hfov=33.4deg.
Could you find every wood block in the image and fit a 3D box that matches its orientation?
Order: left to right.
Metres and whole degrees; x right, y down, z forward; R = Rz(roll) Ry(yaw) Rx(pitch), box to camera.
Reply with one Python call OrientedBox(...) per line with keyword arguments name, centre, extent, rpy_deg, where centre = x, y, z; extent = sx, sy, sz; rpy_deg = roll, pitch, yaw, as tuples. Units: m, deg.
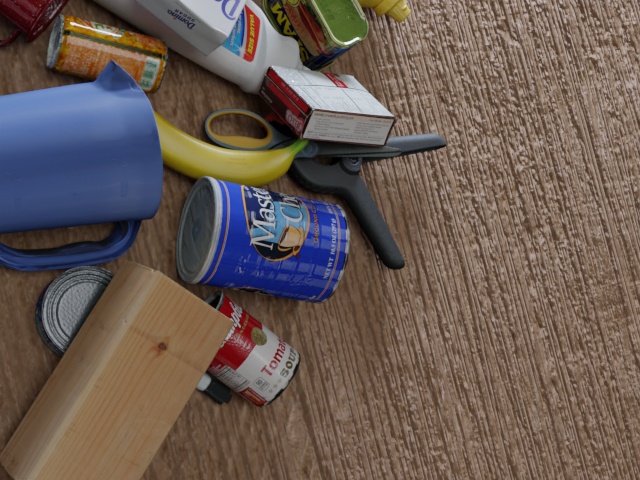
OrientedBox(name="wood block", centre=(-0.177, 0.131, 0.926), extent=(0.090, 0.090, 0.206), rpy_deg=(37, 78, -28))

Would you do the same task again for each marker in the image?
OrientedBox(name="marker", centre=(-0.135, 0.120, 1.021), extent=(0.121, 0.020, 0.020), rpy_deg=(36, 66, -16))

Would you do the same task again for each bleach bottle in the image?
OrientedBox(name="bleach bottle", centre=(-0.110, -0.226, 1.077), extent=(0.250, 0.068, 0.102), rpy_deg=(29, 65, -22))

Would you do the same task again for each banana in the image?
OrientedBox(name="banana", centre=(-0.113, -0.092, 1.045), extent=(0.197, 0.037, 0.069), rpy_deg=(13, 92, -4))

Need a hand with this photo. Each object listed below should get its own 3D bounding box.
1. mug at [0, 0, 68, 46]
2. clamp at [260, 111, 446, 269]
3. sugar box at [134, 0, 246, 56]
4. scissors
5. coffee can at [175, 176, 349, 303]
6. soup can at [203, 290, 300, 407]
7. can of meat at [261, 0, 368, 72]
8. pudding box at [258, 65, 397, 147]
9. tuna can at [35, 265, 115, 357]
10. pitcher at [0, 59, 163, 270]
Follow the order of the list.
OrientedBox(name="mug", centre=(-0.281, -0.234, 0.984), extent=(0.081, 0.093, 0.117), rpy_deg=(37, 102, -11))
OrientedBox(name="clamp", centre=(0.029, -0.071, 1.130), extent=(0.209, 0.036, 0.164), rpy_deg=(21, 71, -20))
OrientedBox(name="sugar box", centre=(-0.104, -0.272, 1.028), extent=(0.093, 0.048, 0.176), rpy_deg=(36, 53, -23))
OrientedBox(name="scissors", centre=(-0.025, -0.076, 1.082), extent=(0.201, 0.016, 0.096), rpy_deg=(17, 88, -6))
OrientedBox(name="coffee can", centre=(-0.057, 0.001, 1.036), extent=(0.140, 0.103, 0.103), rpy_deg=(11, 76, -25))
OrientedBox(name="soup can", centre=(-0.078, 0.105, 1.025), extent=(0.102, 0.069, 0.068), rpy_deg=(40, 65, -16))
OrientedBox(name="can of meat", centre=(-0.004, -0.236, 1.119), extent=(0.057, 0.084, 0.102), rpy_deg=(-33, 96, -28))
OrientedBox(name="pudding box", centre=(0.007, -0.134, 1.068), extent=(0.113, 0.039, 0.090), rpy_deg=(-1, 37, -37))
OrientedBox(name="tuna can", centre=(-0.217, 0.068, 0.980), extent=(0.086, 0.034, 0.086), rpy_deg=(5, 78, -26))
OrientedBox(name="pitcher", centre=(-0.268, -0.057, 0.935), extent=(0.242, 0.145, 0.149), rpy_deg=(-11, 73, -25))
